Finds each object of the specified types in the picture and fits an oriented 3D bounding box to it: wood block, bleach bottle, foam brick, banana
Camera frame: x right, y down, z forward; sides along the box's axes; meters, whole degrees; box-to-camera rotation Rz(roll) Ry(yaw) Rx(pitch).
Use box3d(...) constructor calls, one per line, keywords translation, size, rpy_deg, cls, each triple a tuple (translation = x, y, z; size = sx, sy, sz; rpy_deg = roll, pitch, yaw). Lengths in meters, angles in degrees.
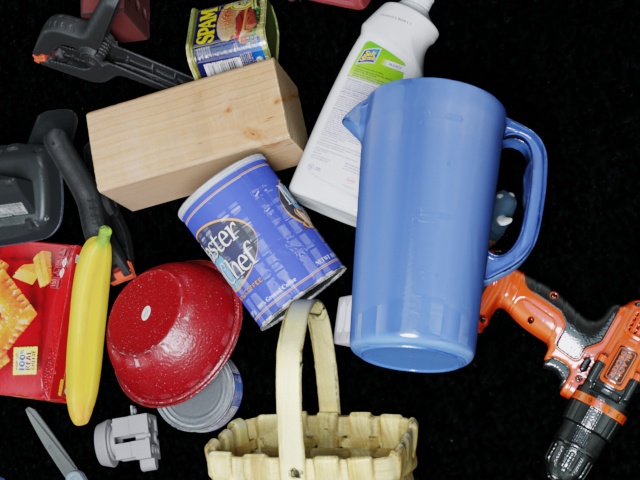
box3d(translation=(-0.125, -0.107, 1.105), size=(0.206, 0.090, 0.090), rpy_deg=(-15, 74, 11), cls="wood block")
box3d(translation=(0.061, -0.141, 1.079), size=(0.103, 0.068, 0.251), rpy_deg=(22, 81, 13), cls="bleach bottle")
box3d(translation=(-0.224, -0.256, 1.172), size=(0.051, 0.078, 0.053), rpy_deg=(-5, 77, 11), cls="foam brick")
box3d(translation=(-0.233, 0.081, 1.063), size=(0.037, 0.070, 0.198), rpy_deg=(6, 93, -7), cls="banana")

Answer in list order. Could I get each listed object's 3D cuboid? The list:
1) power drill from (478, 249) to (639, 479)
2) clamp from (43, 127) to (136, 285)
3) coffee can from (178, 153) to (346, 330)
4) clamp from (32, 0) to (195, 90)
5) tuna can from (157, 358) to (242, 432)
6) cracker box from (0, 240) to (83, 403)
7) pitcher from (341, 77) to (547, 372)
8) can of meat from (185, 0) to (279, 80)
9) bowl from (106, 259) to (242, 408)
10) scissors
box3d(translation=(0.203, 0.108, 0.988), size=(0.188, 0.057, 0.184), rpy_deg=(30, 83, 16), cls="power drill")
box3d(translation=(-0.236, -0.040, 1.108), size=(0.039, 0.120, 0.171), rpy_deg=(-25, 76, 15), cls="clamp")
box3d(translation=(-0.057, 0.001, 1.037), size=(0.103, 0.102, 0.140), rpy_deg=(-37, 83, 4), cls="coffee can")
box3d(translation=(-0.228, -0.200, 1.149), size=(0.210, 0.164, 0.036), rpy_deg=(2, 57, 43), cls="clamp")
box3d(translation=(-0.122, 0.150, 1.075), size=(0.086, 0.033, 0.086), rpy_deg=(-3, 77, 14), cls="tuna can")
box3d(translation=(-0.351, 0.080, 1.132), size=(0.214, 0.072, 0.164), rpy_deg=(5, 78, 16), cls="cracker box")
box3d(translation=(0.102, -0.010, 0.945), size=(0.149, 0.144, 0.243), rpy_deg=(-11, 64, 42), cls="pitcher")
box3d(translation=(-0.090, -0.209, 1.121), size=(0.084, 0.057, 0.102), rpy_deg=(-11, 41, 10), cls="can of meat")
box3d(translation=(-0.158, 0.081, 1.059), size=(0.162, 0.055, 0.162), rpy_deg=(-17, 55, 26), cls="bowl")
box3d(translation=(-0.230, 0.244, 1.091), size=(0.096, 0.016, 0.202), rpy_deg=(-27, 73, 10), cls="scissors")
